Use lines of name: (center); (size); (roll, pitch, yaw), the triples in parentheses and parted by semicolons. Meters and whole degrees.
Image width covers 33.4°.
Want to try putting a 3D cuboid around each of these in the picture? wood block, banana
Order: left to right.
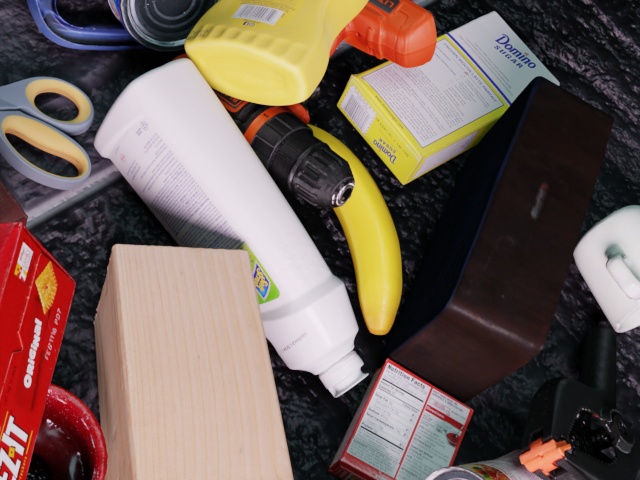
wood block: (-0.080, 0.109, 0.639); (0.090, 0.090, 0.206); (3, 48, -21)
banana: (0.015, -0.023, 0.813); (0.069, 0.037, 0.198); (-34, 74, -4)

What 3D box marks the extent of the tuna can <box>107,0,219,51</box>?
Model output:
tuna can: (-0.111, -0.183, 0.784); (0.086, 0.086, 0.034); (-9, 40, -25)

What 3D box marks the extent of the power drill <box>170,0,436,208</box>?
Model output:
power drill: (0.000, -0.120, 0.803); (0.185, 0.057, 0.187); (37, 62, 26)

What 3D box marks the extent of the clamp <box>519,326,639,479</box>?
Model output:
clamp: (0.203, 0.146, 0.745); (0.209, 0.036, 0.164); (-7, 64, -57)

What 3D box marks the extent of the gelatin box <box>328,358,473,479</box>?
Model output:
gelatin box: (0.057, 0.138, 0.741); (0.073, 0.030, 0.089); (30, 56, -2)

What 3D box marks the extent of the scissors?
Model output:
scissors: (-0.241, -0.111, 0.747); (0.201, 0.016, 0.096); (37, 47, -15)

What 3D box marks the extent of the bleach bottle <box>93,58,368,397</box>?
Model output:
bleach bottle: (-0.055, 0.001, 0.743); (0.068, 0.103, 0.251); (-32, 84, -35)

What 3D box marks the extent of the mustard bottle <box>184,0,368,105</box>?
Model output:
mustard bottle: (-0.015, -0.184, 0.781); (0.096, 0.058, 0.191); (14, 55, 22)

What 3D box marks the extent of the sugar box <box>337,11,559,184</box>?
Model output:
sugar box: (0.110, -0.123, 0.897); (0.175, 0.048, 0.093); (-27, 72, -34)

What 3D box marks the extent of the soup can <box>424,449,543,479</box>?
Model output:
soup can: (0.116, 0.175, 0.699); (0.102, 0.069, 0.068); (2, 58, -51)

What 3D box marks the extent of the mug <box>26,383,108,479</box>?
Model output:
mug: (-0.167, 0.146, 0.617); (0.117, 0.082, 0.093); (43, 56, 5)
